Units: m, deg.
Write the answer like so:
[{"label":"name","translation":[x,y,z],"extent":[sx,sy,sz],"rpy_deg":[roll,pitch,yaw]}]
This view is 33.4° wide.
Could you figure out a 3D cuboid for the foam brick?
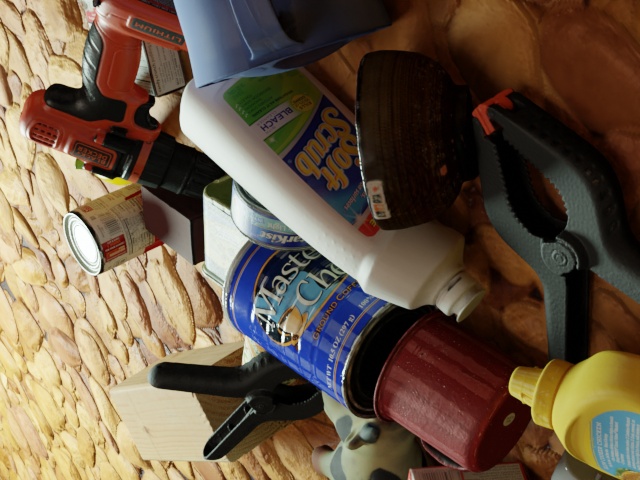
[{"label":"foam brick","translation":[-0.121,-0.024,0.978],"extent":[0.078,0.052,0.051],"rpy_deg":[34,138,37]}]

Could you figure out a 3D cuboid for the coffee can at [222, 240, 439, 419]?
[{"label":"coffee can","translation":[0.008,0.057,0.813],"extent":[0.140,0.102,0.103],"rpy_deg":[31,136,39]}]

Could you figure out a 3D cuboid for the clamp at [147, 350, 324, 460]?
[{"label":"clamp","translation":[-0.059,0.125,0.915],"extent":[0.120,0.172,0.039],"rpy_deg":[50,-159,-38]}]

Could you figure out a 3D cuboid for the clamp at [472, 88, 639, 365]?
[{"label":"clamp","translation":[0.160,0.005,0.625],"extent":[0.165,0.036,0.210],"rpy_deg":[-16,104,55]}]

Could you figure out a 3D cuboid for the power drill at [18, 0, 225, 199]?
[{"label":"power drill","translation":[-0.140,-0.121,0.878],"extent":[0.057,0.184,0.188],"rpy_deg":[-88,23,-46]}]

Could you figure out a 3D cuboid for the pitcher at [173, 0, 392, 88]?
[{"label":"pitcher","translation":[-0.052,-0.224,0.664],"extent":[0.149,0.144,0.243],"rpy_deg":[-5,106,55]}]

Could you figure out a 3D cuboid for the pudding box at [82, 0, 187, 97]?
[{"label":"pudding box","translation":[-0.166,-0.186,0.938],"extent":[0.090,0.039,0.113],"rpy_deg":[18,129,46]}]

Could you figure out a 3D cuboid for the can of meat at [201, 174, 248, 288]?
[{"label":"can of meat","translation":[-0.056,0.001,0.904],"extent":[0.102,0.057,0.084],"rpy_deg":[32,134,37]}]

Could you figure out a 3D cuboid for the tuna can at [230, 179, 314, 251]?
[{"label":"tuna can","translation":[-0.025,-0.032,0.810],"extent":[0.086,0.086,0.034],"rpy_deg":[39,140,32]}]

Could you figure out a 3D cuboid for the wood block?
[{"label":"wood block","translation":[-0.124,0.165,1.085],"extent":[0.207,0.090,0.091],"rpy_deg":[-17,100,57]}]

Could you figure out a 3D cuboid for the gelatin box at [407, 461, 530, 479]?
[{"label":"gelatin box","translation":[0.107,0.201,0.795],"extent":[0.030,0.089,0.073],"rpy_deg":[-102,13,-51]}]

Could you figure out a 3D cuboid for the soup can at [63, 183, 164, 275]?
[{"label":"soup can","translation":[-0.186,-0.016,1.029],"extent":[0.069,0.102,0.068],"rpy_deg":[33,137,37]}]

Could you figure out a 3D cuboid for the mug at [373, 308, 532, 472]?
[{"label":"mug","translation":[0.096,0.116,0.746],"extent":[0.082,0.093,0.117],"rpy_deg":[31,132,32]}]

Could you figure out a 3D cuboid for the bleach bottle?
[{"label":"bleach bottle","translation":[0.018,-0.039,0.752],"extent":[0.251,0.102,0.068],"rpy_deg":[41,148,19]}]
